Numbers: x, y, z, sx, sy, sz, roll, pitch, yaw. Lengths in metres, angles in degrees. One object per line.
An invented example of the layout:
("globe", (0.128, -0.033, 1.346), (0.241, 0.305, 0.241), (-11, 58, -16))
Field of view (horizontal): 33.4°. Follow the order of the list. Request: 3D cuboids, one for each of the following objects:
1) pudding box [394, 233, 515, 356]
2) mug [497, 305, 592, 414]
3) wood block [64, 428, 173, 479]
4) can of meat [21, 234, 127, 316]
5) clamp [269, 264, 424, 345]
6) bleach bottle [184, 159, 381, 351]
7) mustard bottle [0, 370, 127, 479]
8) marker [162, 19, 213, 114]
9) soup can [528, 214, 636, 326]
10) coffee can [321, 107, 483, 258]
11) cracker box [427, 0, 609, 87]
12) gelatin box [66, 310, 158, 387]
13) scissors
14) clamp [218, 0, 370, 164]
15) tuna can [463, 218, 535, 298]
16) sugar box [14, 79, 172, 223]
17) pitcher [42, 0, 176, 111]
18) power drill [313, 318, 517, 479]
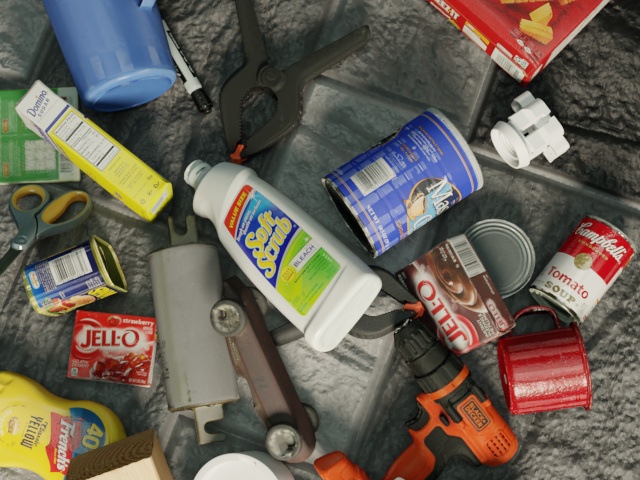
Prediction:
("pudding box", (0.140, 0.061, 1.123), (0.039, 0.090, 0.113), (-15, 75, -44))
("mug", (0.229, 0.125, 1.114), (0.081, 0.093, 0.117), (-9, 72, 3))
("wood block", (-0.171, 0.304, 1.048), (0.091, 0.090, 0.206), (-20, 100, -4))
("can of meat", (-0.258, 0.040, 1.121), (0.084, 0.102, 0.057), (-22, 83, -2))
("clamp", (0.021, 0.071, 1.137), (0.172, 0.039, 0.120), (16, 88, 19))
("bleach bottle", (-0.057, 0.001, 1.126), (0.251, 0.068, 0.102), (39, 92, 25))
("mustard bottle", (-0.263, 0.210, 1.112), (0.191, 0.058, 0.096), (20, 82, 3))
("marker", (-0.156, -0.195, 1.203), (0.020, 0.020, 0.121), (-30, 81, -5))
("soup can", (0.279, 0.032, 1.139), (0.068, 0.068, 0.102), (39, 83, 6))
("coffee can", (0.087, -0.062, 1.138), (0.140, 0.103, 0.103), (-33, 82, -6))
("cracker box", (0.245, -0.306, 1.197), (0.164, 0.072, 0.213), (44, 82, 6))
("gelatin box", (-0.222, 0.115, 1.143), (0.089, 0.030, 0.073), (7, 80, 1))
("scissors", (-0.323, -0.006, 1.116), (0.096, 0.016, 0.201), (24, 40, 22))
("clamp", (-0.062, -0.187, 1.193), (0.164, 0.036, 0.210), (29, 82, 5))
("tuna can", (0.187, 0.022, 1.157), (0.086, 0.034, 0.086), (0, 80, 0))
("sugar box", (-0.239, -0.092, 1.138), (0.176, 0.093, 0.048), (36, 80, 0))
("pitcher", (-0.235, -0.274, 1.159), (0.145, 0.149, 0.243), (-18, 84, -12))
("power drill", (0.087, 0.198, 1.098), (0.187, 0.057, 0.184), (-39, 97, -4))
